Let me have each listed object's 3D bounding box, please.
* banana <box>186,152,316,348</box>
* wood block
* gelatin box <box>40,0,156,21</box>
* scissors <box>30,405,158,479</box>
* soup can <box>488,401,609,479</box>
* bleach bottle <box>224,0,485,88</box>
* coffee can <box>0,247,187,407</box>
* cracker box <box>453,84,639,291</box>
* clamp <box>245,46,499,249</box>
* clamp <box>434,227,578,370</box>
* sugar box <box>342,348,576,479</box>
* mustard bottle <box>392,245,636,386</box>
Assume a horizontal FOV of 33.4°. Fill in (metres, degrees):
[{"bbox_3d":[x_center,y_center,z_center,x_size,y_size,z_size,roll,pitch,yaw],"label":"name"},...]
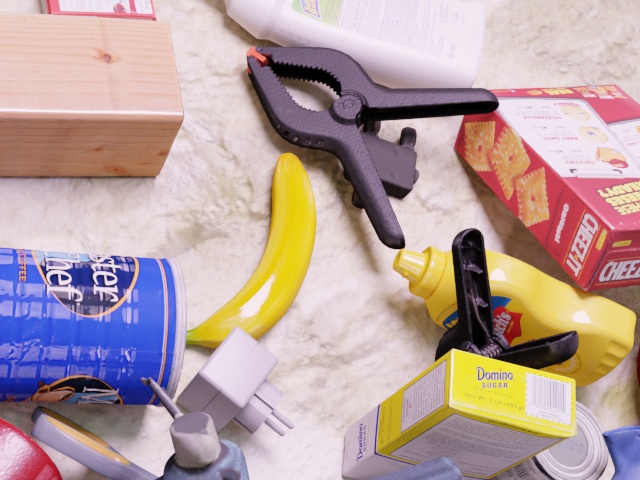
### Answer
[{"bbox_3d":[-0.042,0.014,0.825,0.069,0.037,0.197,33,57,-5],"label":"banana"},{"bbox_3d":[-0.215,-0.106,0.780,0.205,0.090,0.091,-1,65,-23],"label":"wood block"},{"bbox_3d":[-0.185,-0.206,0.880,0.089,0.030,0.073,-4,65,-25],"label":"gelatin box"},{"bbox_3d":[-0.118,0.161,0.721,0.201,0.096,0.016,40,78,-36],"label":"scissors"},{"bbox_3d":[0.158,0.163,0.795,0.068,0.102,0.068,10,62,-18],"label":"soup can"},{"bbox_3d":[0.019,-0.202,0.946,0.250,0.068,0.102,17,59,-12],"label":"bleach bottle"},{"bbox_3d":[-0.169,0.058,0.709,0.140,0.103,0.103,5,63,-21],"label":"coffee can"},{"bbox_3d":[0.238,-0.051,0.907,0.164,0.072,0.214,-5,39,-25],"label":"cracker box"},{"bbox_3d":[0.033,-0.109,0.890,0.210,0.036,0.164,38,71,14],"label":"clamp"},{"bbox_3d":[0.128,0.086,0.778,0.039,0.171,0.120,-18,44,-23],"label":"clamp"},{"bbox_3d":[0.090,0.131,0.738,0.093,0.176,0.048,16,62,-16],"label":"sugar box"},{"bbox_3d":[0.145,0.052,0.849,0.191,0.096,0.058,24,59,-10],"label":"mustard bottle"}]
